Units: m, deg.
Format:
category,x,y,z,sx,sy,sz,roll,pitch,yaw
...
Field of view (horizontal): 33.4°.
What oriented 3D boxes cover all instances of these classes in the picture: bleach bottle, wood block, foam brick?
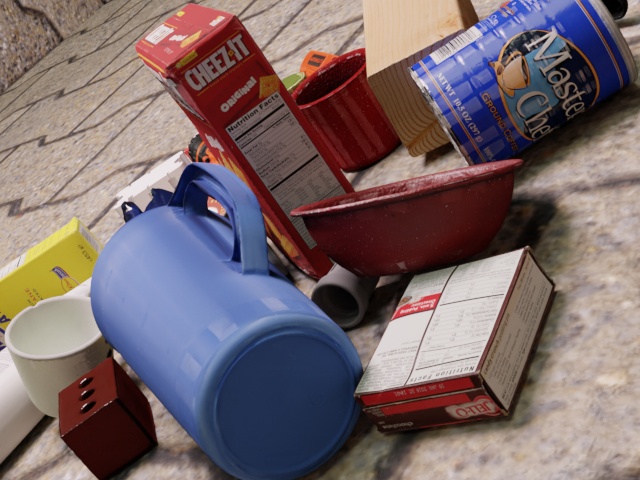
category,x,y,z,sx,sy,sz,roll,pitch,yaw
bleach bottle,-0.252,0.111,0.969,0.103,0.068,0.250,-2,37,52
wood block,0.097,-0.175,0.959,0.091,0.090,0.206,-24,31,16
foam brick,-0.162,0.134,0.809,0.053,0.051,0.078,-36,22,-2

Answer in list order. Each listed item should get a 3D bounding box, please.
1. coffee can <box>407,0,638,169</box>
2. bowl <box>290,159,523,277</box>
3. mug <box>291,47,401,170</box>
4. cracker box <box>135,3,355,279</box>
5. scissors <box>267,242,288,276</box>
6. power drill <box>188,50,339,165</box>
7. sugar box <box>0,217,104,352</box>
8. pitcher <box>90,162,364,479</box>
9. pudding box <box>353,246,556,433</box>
category,x,y,z,sx,sy,sz,roll,pitch,yaw
coffee can,0.151,-0.126,0.809,0.140,0.102,0.103,-33,23,8
bowl,0.063,-0.012,0.726,0.162,0.055,0.162,-13,4,1
mug,0.033,-0.126,1.004,0.093,0.081,0.117,-22,26,29
cracker box,-0.055,-0.082,0.868,0.072,0.213,0.164,-38,23,-6
scissors,-0.056,0.001,0.945,0.016,0.096,0.202,-35,-8,-3
power drill,-0.054,-0.129,1.168,0.187,0.057,0.185,-42,27,-7
sugar box,-0.286,0.064,1.069,0.176,0.093,0.048,-35,22,4
pitcher,-0.065,0.054,0.718,0.145,0.149,0.243,-40,26,-9
pudding box,0.081,0.059,0.633,0.090,0.039,0.113,-16,32,39
